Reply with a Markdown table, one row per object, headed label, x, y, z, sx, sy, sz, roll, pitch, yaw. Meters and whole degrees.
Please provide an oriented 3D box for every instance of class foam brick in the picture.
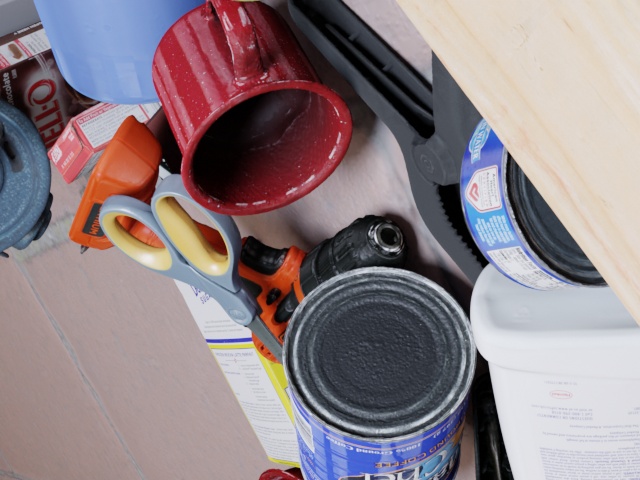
| label | x | y | z | sx | sy | sz | roll | pitch | yaw |
| --- | --- | --- | --- | --- | --- | --- | --- | --- | --- |
| foam brick | -0.070 | -0.075 | 0.684 | 0.051 | 0.052 | 0.078 | 58 | 151 | -2 |

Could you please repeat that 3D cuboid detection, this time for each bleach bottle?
| label | x | y | z | sx | sy | sz | roll | pitch | yaw |
| --- | --- | --- | --- | --- | --- | --- | --- | --- | --- |
| bleach bottle | 0.138 | 0.122 | 0.525 | 0.103 | 0.068 | 0.251 | -2 | 126 | 16 |

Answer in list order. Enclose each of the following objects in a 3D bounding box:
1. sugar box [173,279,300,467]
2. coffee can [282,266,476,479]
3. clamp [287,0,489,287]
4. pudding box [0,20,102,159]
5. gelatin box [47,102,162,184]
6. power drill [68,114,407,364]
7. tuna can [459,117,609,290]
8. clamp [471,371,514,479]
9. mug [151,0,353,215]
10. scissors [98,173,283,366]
| label | x | y | z | sx | sy | sz | roll | pitch | yaw |
| --- | --- | --- | --- | --- | --- | --- | --- | --- | --- |
| sugar box | -0.043 | 0.087 | 0.814 | 0.093 | 0.048 | 0.176 | -9 | 107 | 60 |
| coffee can | 0.034 | 0.094 | 0.616 | 0.103 | 0.102 | 0.140 | 42 | 159 | 25 |
| clamp | 0.058 | -0.051 | 0.526 | 0.165 | 0.036 | 0.210 | 17 | 135 | 62 |
| pudding box | -0.212 | -0.114 | 0.825 | 0.039 | 0.089 | 0.113 | 42 | 147 | 27 |
| gelatin box | -0.142 | -0.081 | 0.751 | 0.030 | 0.089 | 0.073 | 58 | 152 | -2 |
| power drill | -0.054 | 0.001 | 0.660 | 0.187 | 0.057 | 0.185 | 31 | 146 | -8 |
| tuna can | 0.100 | -0.022 | 0.440 | 0.086 | 0.086 | 0.034 | 62 | 153 | -8 |
| clamp | 0.105 | 0.173 | 0.625 | 0.039 | 0.120 | 0.171 | -1 | 131 | 12 |
| mug | -0.042 | -0.081 | 0.556 | 0.117 | 0.093 | 0.081 | 79 | 167 | -54 |
| scissors | -0.068 | 0.033 | 0.648 | 0.096 | 0.016 | 0.201 | 7 | 141 | 24 |
